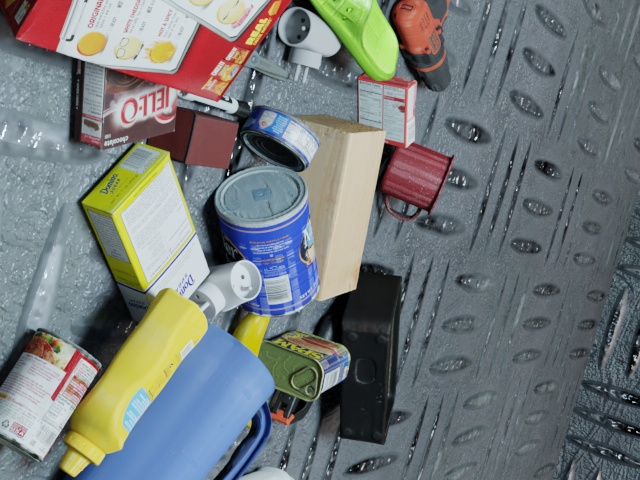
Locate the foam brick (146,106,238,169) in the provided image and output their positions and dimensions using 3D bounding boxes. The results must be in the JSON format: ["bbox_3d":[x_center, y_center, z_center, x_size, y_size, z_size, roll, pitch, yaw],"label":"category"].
[{"bbox_3d":[-0.127,-0.104,1.067,0.078,0.053,0.051,1,104,-62],"label":"foam brick"}]

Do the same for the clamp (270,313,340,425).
[{"bbox_3d":[-0.014,0.196,1.471,0.171,0.039,0.120,-53,144,-34],"label":"clamp"}]

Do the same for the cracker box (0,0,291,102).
[{"bbox_3d":[-0.128,-0.216,0.864,0.213,0.072,0.164,12,126,-48],"label":"cracker box"}]

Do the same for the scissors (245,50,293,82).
[{"bbox_3d":[-0.077,-0.213,1.135,0.201,0.016,0.096,-17,120,-58],"label":"scissors"}]

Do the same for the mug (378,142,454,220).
[{"bbox_3d":[0.129,-0.083,1.502,0.093,0.081,0.117,-64,176,-63],"label":"mug"}]

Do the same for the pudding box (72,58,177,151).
[{"bbox_3d":[-0.175,-0.137,0.974,0.113,0.039,0.090,-25,127,-55],"label":"pudding box"}]

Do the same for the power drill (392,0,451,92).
[{"bbox_3d":[0.174,-0.321,1.489,0.187,0.057,0.184,-64,151,-16],"label":"power drill"}]

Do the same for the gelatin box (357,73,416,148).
[{"bbox_3d":[0.087,-0.173,1.400,0.030,0.073,0.089,-41,138,-47],"label":"gelatin box"}]

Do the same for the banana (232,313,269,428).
[{"bbox_3d":[-0.083,0.158,1.299,0.069,0.037,0.198,-2,118,-21],"label":"banana"}]

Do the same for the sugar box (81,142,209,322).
[{"bbox_3d":[-0.169,-0.001,1.059,0.093,0.048,0.176,-53,151,-33],"label":"sugar box"}]

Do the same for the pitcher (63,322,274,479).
[{"bbox_3d":[-0.158,0.214,1.110,0.242,0.149,0.145,-54,167,-26],"label":"pitcher"}]

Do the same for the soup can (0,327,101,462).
[{"bbox_3d":[-0.253,0.139,0.961,0.102,0.069,0.068,-61,150,-21],"label":"soup can"}]

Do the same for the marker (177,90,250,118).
[{"bbox_3d":[-0.109,-0.146,1.112,0.121,0.020,0.020,10,97,-63],"label":"marker"}]

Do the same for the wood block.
[{"bbox_3d":[0.004,-0.043,1.304,0.090,0.090,0.206,-15,119,-58],"label":"wood block"}]

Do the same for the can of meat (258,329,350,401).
[{"bbox_3d":[-0.023,0.156,1.360,0.083,0.102,0.057,-17,121,-60],"label":"can of meat"}]

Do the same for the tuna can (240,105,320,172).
[{"bbox_3d":[-0.045,-0.111,1.178,0.033,0.086,0.086,-62,151,-15],"label":"tuna can"}]

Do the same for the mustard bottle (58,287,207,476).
[{"bbox_3d":[-0.183,0.140,1.015,0.191,0.058,0.096,-56,173,-20],"label":"mustard bottle"}]

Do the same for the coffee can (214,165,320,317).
[{"bbox_3d":[-0.058,0.001,1.202,0.102,0.103,0.140,-49,144,-38],"label":"coffee can"}]
